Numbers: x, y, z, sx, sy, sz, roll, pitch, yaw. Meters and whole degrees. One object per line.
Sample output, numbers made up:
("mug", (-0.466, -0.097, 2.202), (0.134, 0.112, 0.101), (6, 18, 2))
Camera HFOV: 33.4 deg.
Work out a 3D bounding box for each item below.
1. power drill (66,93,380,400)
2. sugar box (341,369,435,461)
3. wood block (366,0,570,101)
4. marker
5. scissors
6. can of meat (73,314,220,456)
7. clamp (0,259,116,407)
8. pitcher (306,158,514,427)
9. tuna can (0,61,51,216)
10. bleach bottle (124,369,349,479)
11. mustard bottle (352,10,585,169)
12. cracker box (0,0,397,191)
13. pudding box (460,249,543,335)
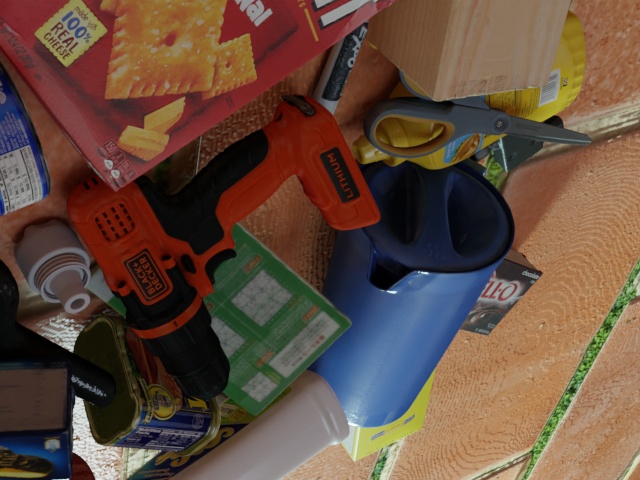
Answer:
("power drill", (-0.055, 0.001, 0.731), (0.187, 0.057, 0.184), (-33, 120, -11))
("sugar box", (0.069, 0.150, 1.098), (0.093, 0.048, 0.176), (-23, 145, -22))
("wood block", (0.099, -0.197, 0.623), (0.090, 0.091, 0.206), (-11, 130, -25))
("marker", (0.020, -0.136, 0.723), (0.020, 0.020, 0.121), (-9, 138, -36))
("scissors", (0.123, -0.103, 0.767), (0.201, 0.016, 0.096), (-9, 120, -24))
("can of meat", (-0.133, 0.109, 0.805), (0.058, 0.102, 0.083), (-39, 147, 25))
("clamp", (-0.223, 0.058, 0.687), (0.164, 0.036, 0.210), (-6, 136, -7))
("pitcher", (0.067, 0.045, 0.906), (0.149, 0.145, 0.243), (-3, 140, -20))
("tuna can", (-0.178, -0.057, 0.574), (0.033, 0.086, 0.086), (-25, 145, -22))
("bleach bottle", (-0.101, 0.193, 0.840), (0.250, 0.103, 0.068), (-34, 109, -27))
("mustard bottle", (0.109, -0.105, 0.810), (0.191, 0.058, 0.096), (-27, 144, -16))
("cracker box", (-0.070, -0.143, 0.582), (0.213, 0.072, 0.164), (-35, 148, -6))
("pudding box", (0.157, 0.045, 1.058), (0.113, 0.039, 0.090), (15, 120, -51))
